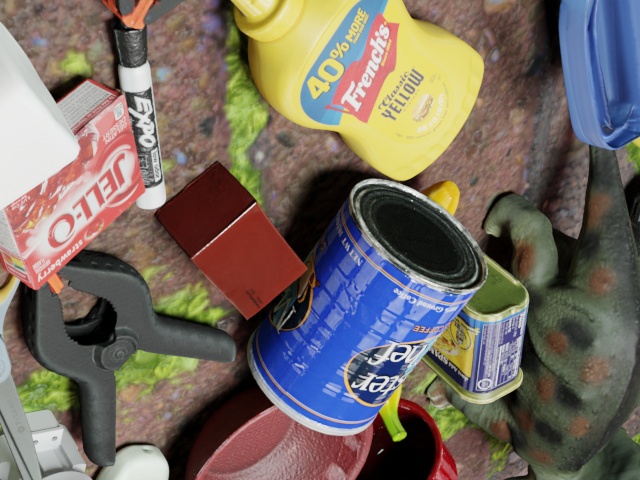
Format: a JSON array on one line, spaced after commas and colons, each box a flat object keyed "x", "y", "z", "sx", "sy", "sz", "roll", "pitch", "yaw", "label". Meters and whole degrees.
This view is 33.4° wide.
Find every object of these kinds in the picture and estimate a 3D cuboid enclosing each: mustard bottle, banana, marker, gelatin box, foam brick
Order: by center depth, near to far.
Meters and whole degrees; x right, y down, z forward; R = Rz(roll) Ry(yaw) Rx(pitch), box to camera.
[{"x": -0.133, "y": -0.030, "z": 0.555, "sx": 0.089, "sy": 0.030, "sz": 0.073, "roll": -46, "pitch": 151, "yaw": -32, "label": "gelatin box"}, {"x": -0.099, "y": -0.070, "z": 0.585, "sx": 0.020, "sy": 0.020, "sz": 0.121, "roll": -22, "pitch": 134, "yaw": -25, "label": "marker"}, {"x": 0.014, "y": -0.107, "z": 0.618, "sx": 0.191, "sy": 0.058, "sz": 0.096, "roll": 25, "pitch": 104, "yaw": -47, "label": "mustard bottle"}, {"x": -0.054, "y": 0.001, "z": 0.657, "sx": 0.053, "sy": 0.051, "sz": 0.078, "roll": -40, "pitch": 139, "yaw": -4, "label": "foam brick"}, {"x": 0.059, "y": 0.043, "z": 0.773, "sx": 0.037, "sy": 0.070, "sz": 0.198, "roll": -10, "pitch": 116, "yaw": -42, "label": "banana"}]

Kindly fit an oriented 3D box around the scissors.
[{"x": -0.200, "y": 0.064, "z": 0.586, "sx": 0.096, "sy": 0.016, "sz": 0.202, "roll": -6, "pitch": 113, "yaw": -27, "label": "scissors"}]

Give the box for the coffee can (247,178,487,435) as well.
[{"x": 0.028, "y": 0.045, "z": 0.703, "sx": 0.102, "sy": 0.103, "sz": 0.140, "roll": 4, "pitch": 132, "yaw": -41, "label": "coffee can"}]

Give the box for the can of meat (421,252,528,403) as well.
[{"x": 0.108, "y": 0.057, "z": 0.801, "sx": 0.057, "sy": 0.102, "sz": 0.084, "roll": -22, "pitch": 132, "yaw": -26, "label": "can of meat"}]

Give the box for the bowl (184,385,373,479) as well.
[{"x": -0.042, "y": 0.160, "z": 0.796, "sx": 0.161, "sy": 0.055, "sz": 0.162, "roll": -22, "pitch": 135, "yaw": -24, "label": "bowl"}]

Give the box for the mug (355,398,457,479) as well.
[{"x": 0.055, "y": 0.191, "z": 0.888, "sx": 0.117, "sy": 0.093, "sz": 0.081, "roll": -16, "pitch": 147, "yaw": 14, "label": "mug"}]

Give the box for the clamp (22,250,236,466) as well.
[{"x": -0.135, "y": 0.070, "z": 0.656, "sx": 0.120, "sy": 0.039, "sz": 0.171, "roll": -51, "pitch": 134, "yaw": -8, "label": "clamp"}]
